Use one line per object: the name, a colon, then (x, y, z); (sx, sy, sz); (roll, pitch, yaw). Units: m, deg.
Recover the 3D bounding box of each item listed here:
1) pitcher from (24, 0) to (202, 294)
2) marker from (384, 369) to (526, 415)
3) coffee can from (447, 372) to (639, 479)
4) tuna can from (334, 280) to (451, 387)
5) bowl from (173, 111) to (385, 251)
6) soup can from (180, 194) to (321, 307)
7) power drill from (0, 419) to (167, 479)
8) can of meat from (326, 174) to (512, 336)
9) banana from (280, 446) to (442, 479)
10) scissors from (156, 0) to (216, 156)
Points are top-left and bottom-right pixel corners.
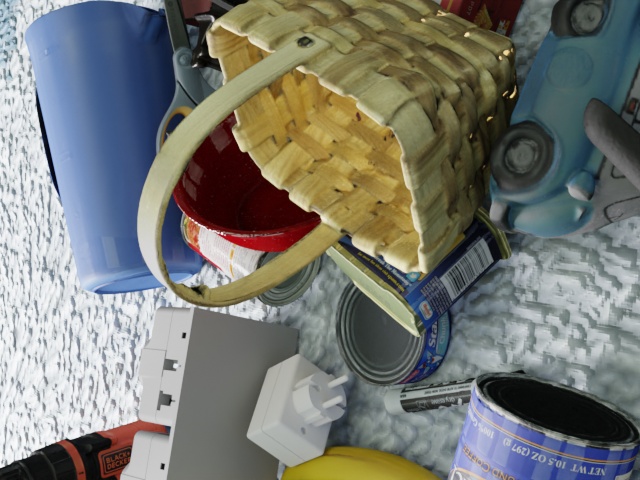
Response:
pitcher: (-0.184, -0.077, 0.950); (0.149, 0.145, 0.243); (103, 157, -81)
marker: (0.094, 0.105, 0.735); (0.121, 0.020, 0.020); (-17, 77, 44)
coffee can: (0.124, 0.164, 0.644); (0.103, 0.102, 0.140); (25, 106, 43)
tuna can: (0.052, 0.062, 0.768); (0.086, 0.033, 0.086); (-2, 87, 45)
bowl: (-0.027, -0.043, 0.801); (0.162, 0.162, 0.055); (36, 154, 40)
soup can: (-0.056, 0.001, 0.856); (0.102, 0.068, 0.068); (34, 112, 40)
power drill: (-0.198, 0.261, 0.922); (0.057, 0.184, 0.187); (-5, 95, 45)
can of meat: (0.062, 0.003, 0.717); (0.084, 0.057, 0.102); (-43, 51, -9)
banana: (0.028, 0.184, 0.791); (0.198, 0.037, 0.069); (-18, 105, 46)
scissors: (-0.093, -0.140, 0.880); (0.016, 0.096, 0.202); (-159, 72, -74)
